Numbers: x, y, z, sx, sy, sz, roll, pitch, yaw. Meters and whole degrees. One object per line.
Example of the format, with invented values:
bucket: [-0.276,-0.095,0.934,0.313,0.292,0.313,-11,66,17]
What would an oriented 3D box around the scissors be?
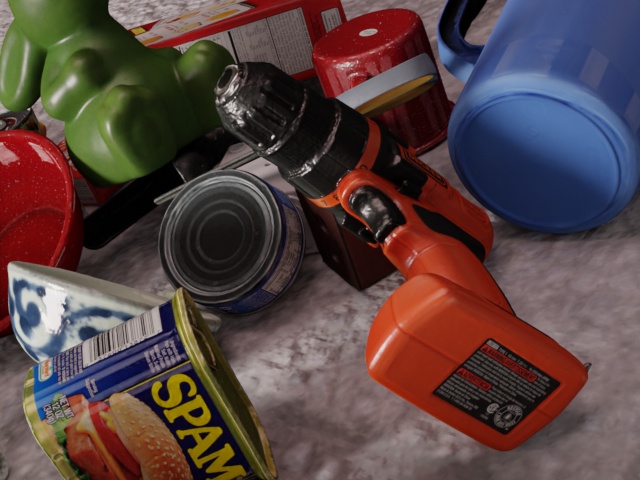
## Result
scissors: [-0.007,-0.069,0.680,0.202,0.016,0.096,-24,-2,32]

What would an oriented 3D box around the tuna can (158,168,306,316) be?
tuna can: [-0.054,0.001,0.644,0.086,0.033,0.086,-6,74,22]

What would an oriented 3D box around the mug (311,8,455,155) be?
mug: [0.040,-0.104,0.748,0.093,0.081,0.117,-8,33,24]

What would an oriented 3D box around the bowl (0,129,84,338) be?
bowl: [-0.218,0.006,0.736,0.162,0.055,0.162,-12,62,24]

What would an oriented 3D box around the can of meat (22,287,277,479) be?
can of meat: [-0.080,0.085,0.505,0.084,0.102,0.057,-25,30,0]

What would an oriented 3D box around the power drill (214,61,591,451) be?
power drill: [0.036,0.000,0.505,0.057,0.184,0.188,-48,32,19]

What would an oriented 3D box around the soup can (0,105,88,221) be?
soup can: [-0.228,-0.045,0.815,0.068,0.102,0.068,-17,30,10]

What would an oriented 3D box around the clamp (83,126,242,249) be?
clamp: [-0.110,-0.050,0.793,0.120,0.039,0.171,-24,13,23]

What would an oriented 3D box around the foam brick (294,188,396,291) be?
foam brick: [0.022,-0.021,0.631,0.051,0.078,0.053,-29,30,-13]

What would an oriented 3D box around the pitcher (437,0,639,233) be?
pitcher: [0.156,-0.119,0.650,0.149,0.145,0.242,-38,14,49]

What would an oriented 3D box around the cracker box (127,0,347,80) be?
cracker box: [-0.087,-0.157,0.895,0.213,0.072,0.164,-18,19,0]
